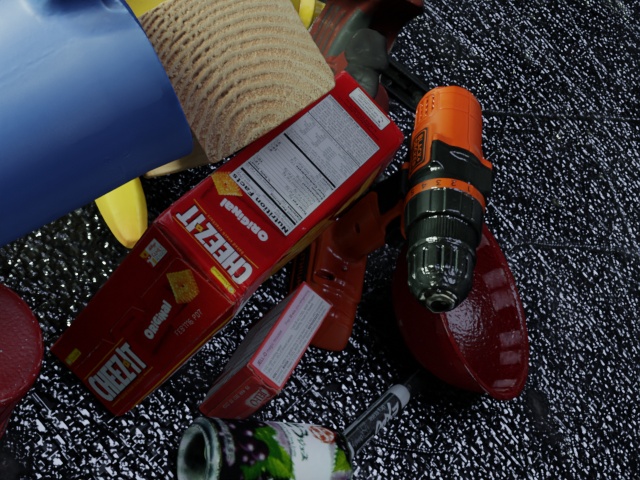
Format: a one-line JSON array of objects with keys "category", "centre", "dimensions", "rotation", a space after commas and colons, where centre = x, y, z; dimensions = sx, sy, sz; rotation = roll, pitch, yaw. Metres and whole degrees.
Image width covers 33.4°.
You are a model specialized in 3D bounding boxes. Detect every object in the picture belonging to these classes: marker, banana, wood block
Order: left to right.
[{"category": "banana", "centre": [-0.183, -0.079, 0.743], "dimensions": [0.198, 0.037, 0.069], "rotation": [43, 56, -4]}, {"category": "wood block", "centre": [-0.080, -0.103, 0.683], "dimensions": [0.090, 0.206, 0.091], "rotation": [-34, 101, -16]}, {"category": "marker", "centre": [0.042, 0.127, 0.777], "dimensions": [0.020, 0.020, 0.120], "rotation": [51, 45, 4]}]

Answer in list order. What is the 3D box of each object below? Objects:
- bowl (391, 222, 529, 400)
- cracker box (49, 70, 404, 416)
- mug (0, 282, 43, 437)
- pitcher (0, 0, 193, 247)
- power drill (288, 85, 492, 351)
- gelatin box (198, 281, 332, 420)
[{"category": "bowl", "centre": [0.101, 0.051, 0.825], "dimensions": [0.162, 0.055, 0.162], "rotation": [38, 42, -44]}, {"category": "cracker box", "centre": [-0.055, 0.001, 0.690], "dimensions": [0.072, 0.164, 0.213], "rotation": [45, 44, -1]}, {"category": "mug", "centre": [-0.214, 0.070, 0.584], "dimensions": [0.117, 0.082, 0.093], "rotation": [1, 61, -36]}, {"category": "pitcher", "centre": [-0.194, -0.041, 0.532], "dimensions": [0.242, 0.145, 0.149], "rotation": [-31, 118, -11]}, {"category": "power drill", "centre": [0.047, 0.004, 0.746], "dimensions": [0.057, 0.188, 0.184], "rotation": [29, 46, -20]}, {"category": "gelatin box", "centre": [-0.036, 0.079, 0.714], "dimensions": [0.030, 0.073, 0.089], "rotation": [40, 45, -7]}]
